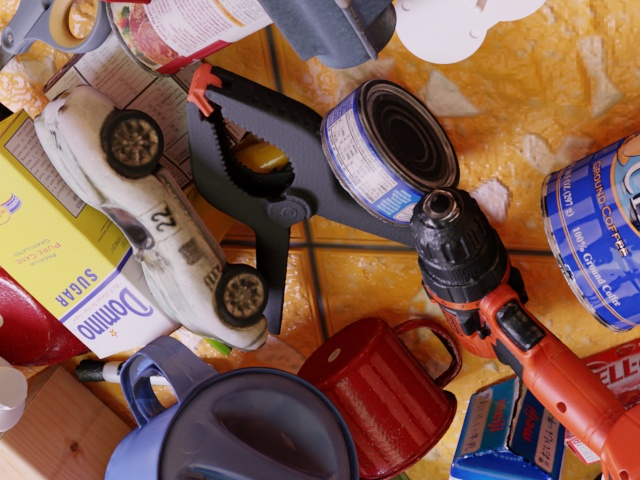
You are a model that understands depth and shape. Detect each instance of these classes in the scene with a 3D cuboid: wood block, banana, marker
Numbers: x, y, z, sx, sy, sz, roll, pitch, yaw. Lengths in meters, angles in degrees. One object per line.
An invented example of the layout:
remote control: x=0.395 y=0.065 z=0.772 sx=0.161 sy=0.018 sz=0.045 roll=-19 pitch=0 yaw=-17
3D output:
wood block: x=-0.187 y=0.212 z=0.894 sx=0.206 sy=0.090 sz=0.090 roll=47 pitch=134 yaw=-15
banana: x=-0.074 y=0.000 z=0.745 sx=0.069 sy=0.037 sz=0.198 roll=11 pitch=131 yaw=-12
marker: x=-0.142 y=0.106 z=0.852 sx=0.121 sy=0.020 sz=0.020 roll=0 pitch=124 yaw=20

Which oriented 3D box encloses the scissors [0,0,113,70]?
scissors: x=-0.183 y=-0.121 z=0.683 sx=0.096 sy=0.016 sz=0.202 roll=56 pitch=131 yaw=22

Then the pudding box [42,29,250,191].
pudding box: x=-0.111 y=-0.087 z=0.692 sx=0.090 sy=0.039 sz=0.113 roll=-34 pitch=109 yaw=35

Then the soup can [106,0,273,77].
soup can: x=-0.064 y=-0.145 z=0.614 sx=0.102 sy=0.068 sz=0.068 roll=-21 pitch=115 yaw=30

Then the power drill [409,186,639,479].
power drill: x=0.130 y=0.063 z=0.608 sx=0.057 sy=0.188 sz=0.184 roll=-40 pitch=148 yaw=-2

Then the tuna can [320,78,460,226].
tuna can: x=0.043 y=-0.053 z=0.630 sx=0.086 sy=0.086 sz=0.034 roll=44 pitch=125 yaw=-13

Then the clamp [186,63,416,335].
clamp: x=-0.007 y=-0.029 z=0.669 sx=0.165 sy=0.036 sz=0.210 roll=-18 pitch=129 yaw=19

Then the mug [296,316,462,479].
mug: x=0.044 y=0.101 z=0.746 sx=0.117 sy=0.093 sz=0.081 roll=-38 pitch=103 yaw=4

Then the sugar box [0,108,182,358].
sugar box: x=-0.172 y=0.002 z=0.717 sx=0.094 sy=0.048 sz=0.176 roll=-21 pitch=119 yaw=39

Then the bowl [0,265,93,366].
bowl: x=-0.237 y=0.043 z=0.819 sx=0.162 sy=0.055 sz=0.162 roll=10 pitch=127 yaw=13

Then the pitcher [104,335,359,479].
pitcher: x=-0.085 y=0.161 z=0.760 sx=0.144 sy=0.149 sz=0.243 roll=12 pitch=162 yaw=-20
